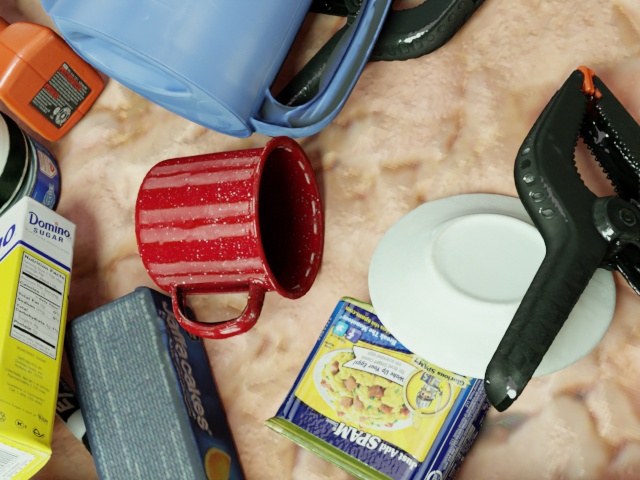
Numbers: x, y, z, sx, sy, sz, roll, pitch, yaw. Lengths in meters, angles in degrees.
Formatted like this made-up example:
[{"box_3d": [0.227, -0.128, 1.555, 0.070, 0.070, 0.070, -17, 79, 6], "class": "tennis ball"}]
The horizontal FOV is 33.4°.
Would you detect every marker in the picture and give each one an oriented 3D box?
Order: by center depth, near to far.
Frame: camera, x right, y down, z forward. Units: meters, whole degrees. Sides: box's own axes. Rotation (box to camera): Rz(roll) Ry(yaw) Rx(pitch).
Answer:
[{"box_3d": [-0.159, 0.097, 0.652, 0.121, 0.020, 0.020, 40, 87, 26], "class": "marker"}]

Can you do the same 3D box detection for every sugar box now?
[{"box_3d": [-0.187, 0.065, 0.605, 0.093, 0.048, 0.176, -37, 39, 25], "class": "sugar box"}]

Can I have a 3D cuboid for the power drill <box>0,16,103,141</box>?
[{"box_3d": [-0.238, -0.153, 0.689, 0.188, 0.184, 0.057, 39, 87, 17], "class": "power drill"}]

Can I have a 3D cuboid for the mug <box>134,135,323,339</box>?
[{"box_3d": [-0.054, 0.001, 0.611, 0.082, 0.093, 0.117, -4, 66, 23], "class": "mug"}]

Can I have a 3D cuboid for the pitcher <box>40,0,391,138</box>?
[{"box_3d": [-0.036, -0.186, 0.623, 0.145, 0.149, 0.243, 22, 82, 47], "class": "pitcher"}]

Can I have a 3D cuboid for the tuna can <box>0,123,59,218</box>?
[{"box_3d": [-0.218, -0.036, 0.711, 0.086, 0.033, 0.086, -6, 69, 17], "class": "tuna can"}]

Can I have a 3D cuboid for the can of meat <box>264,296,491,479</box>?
[{"box_3d": [0.035, 0.087, 0.567, 0.102, 0.057, 0.084, 24, 78, 24], "class": "can of meat"}]

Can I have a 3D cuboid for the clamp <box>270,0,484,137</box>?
[{"box_3d": [0.025, -0.130, 0.659, 0.172, 0.039, 0.120, -10, 74, 23], "class": "clamp"}]

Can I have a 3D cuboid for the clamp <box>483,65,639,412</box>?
[{"box_3d": [0.157, 0.003, 0.546, 0.164, 0.036, 0.210, 14, 56, -15], "class": "clamp"}]
